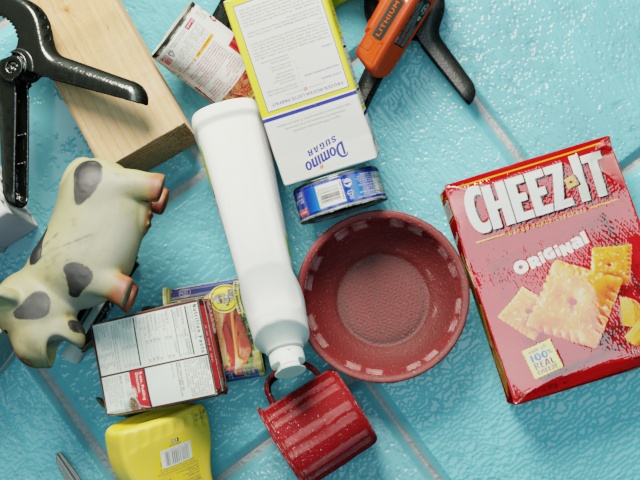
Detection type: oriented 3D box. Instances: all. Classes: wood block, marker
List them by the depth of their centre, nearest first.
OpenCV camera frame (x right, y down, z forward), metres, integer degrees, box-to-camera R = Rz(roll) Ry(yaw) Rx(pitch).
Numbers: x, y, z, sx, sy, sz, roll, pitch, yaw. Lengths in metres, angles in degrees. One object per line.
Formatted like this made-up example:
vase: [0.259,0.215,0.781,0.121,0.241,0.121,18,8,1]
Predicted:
wood block: [-0.211,-0.170,1.033,0.090,0.091,0.206,-30,84,0]
marker: [-0.214,0.065,1.048,0.020,0.020,0.121,31,87,6]

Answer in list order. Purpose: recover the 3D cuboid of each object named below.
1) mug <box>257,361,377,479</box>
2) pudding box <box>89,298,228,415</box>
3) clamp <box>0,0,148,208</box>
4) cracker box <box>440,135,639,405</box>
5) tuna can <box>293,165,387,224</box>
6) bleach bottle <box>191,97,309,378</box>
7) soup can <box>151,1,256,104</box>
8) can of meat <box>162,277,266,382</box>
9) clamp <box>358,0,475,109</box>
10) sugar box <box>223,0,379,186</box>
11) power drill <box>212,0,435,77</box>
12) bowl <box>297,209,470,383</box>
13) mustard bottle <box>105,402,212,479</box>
mug: [-0.007,0.164,0.996,0.081,0.093,0.117,-32,64,-5]
pudding box: [-0.147,0.107,0.973,0.113,0.039,0.090,-13,82,11]
clamp: [-0.277,-0.146,0.977,0.164,0.036,0.210,-44,80,9]
cracker box: [0.222,0.028,0.998,0.164,0.072,0.214,-17,83,1]
tuna can: [0.018,-0.043,1.009,0.086,0.086,0.034,-16,87,2]
bleach bottle: [-0.056,0.001,0.969,0.068,0.102,0.251,-15,65,0]
soup can: [-0.102,-0.171,1.022,0.102,0.068,0.068,36,88,-15]
can of meat: [-0.100,0.089,1.021,0.084,0.057,0.102,-10,84,0]
clamp: [0.094,-0.203,1.043,0.120,0.039,0.171,3,89,3]
sugar box: [-0.015,-0.147,0.975,0.093,0.048,0.176,-16,103,10]
power drill: [0.002,-0.235,1.019,0.188,0.057,0.184,37,105,14]
bowl: [0.059,0.054,1.012,0.162,0.055,0.162,-1,82,5]
mustard bottle: [-0.136,0.253,0.991,0.096,0.058,0.191,-15,97,-40]
